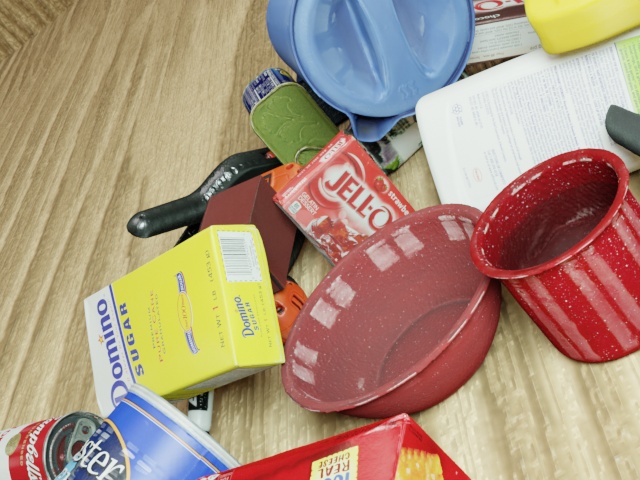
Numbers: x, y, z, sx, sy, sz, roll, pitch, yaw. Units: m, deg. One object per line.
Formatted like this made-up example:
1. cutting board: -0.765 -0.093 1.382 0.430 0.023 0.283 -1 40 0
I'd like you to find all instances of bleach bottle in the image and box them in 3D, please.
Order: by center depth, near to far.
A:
1. bleach bottle: 0.190 -0.083 0.657 0.251 0.102 0.068 -17 2 26

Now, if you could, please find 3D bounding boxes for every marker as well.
1. marker: -0.084 0.103 0.758 0.020 0.020 0.121 -16 64 42

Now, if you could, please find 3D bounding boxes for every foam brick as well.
1. foam brick: -0.055 0.001 0.781 0.051 0.053 0.078 -22 34 26

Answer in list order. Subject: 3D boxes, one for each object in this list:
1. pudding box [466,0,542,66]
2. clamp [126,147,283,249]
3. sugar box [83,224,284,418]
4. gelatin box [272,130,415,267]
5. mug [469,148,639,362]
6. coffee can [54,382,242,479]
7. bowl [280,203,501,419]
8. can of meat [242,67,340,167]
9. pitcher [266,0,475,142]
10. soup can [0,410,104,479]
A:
1. pudding box: 0.153 -0.178 0.854 0.113 0.039 0.090 -13 27 -1
2. clamp: -0.103 -0.031 0.965 0.171 0.039 0.120 -46 -19 -11
3. sugar box: -0.099 0.060 0.725 0.177 0.048 0.093 -26 69 44
4. gelatin box: 0.020 -0.024 0.788 0.073 0.089 0.030 -43 25 -4
5. mug: 0.143 0.003 0.581 0.093 0.081 0.117 -24 31 32
6. coffee can: -0.122 0.174 0.659 0.140 0.102 0.103 -50 27 -17
7. bowl: 0.054 0.054 0.655 0.162 0.055 0.162 -34 27 20
8. can of meat: -0.022 -0.102 0.959 0.057 0.102 0.084 -40 23 5
9. pitcher: 0.026 -0.185 0.851 0.149 0.145 0.243 -43 17 1
10. soup can: -0.213 0.173 0.831 0.102 0.068 0.068 -19 34 41
